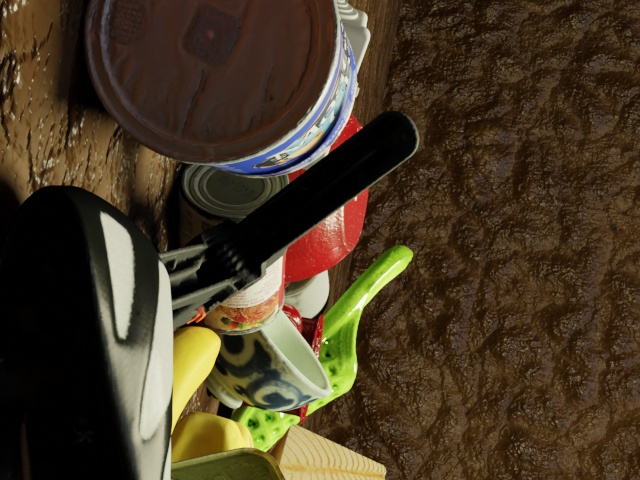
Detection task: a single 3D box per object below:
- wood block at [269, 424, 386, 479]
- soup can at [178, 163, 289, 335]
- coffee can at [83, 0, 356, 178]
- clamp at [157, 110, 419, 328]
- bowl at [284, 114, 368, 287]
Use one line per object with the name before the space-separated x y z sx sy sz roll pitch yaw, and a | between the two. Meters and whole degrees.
wood block | -0.037 0.260 0.886 0.206 0.090 0.090 -58 -170 35
soup can | -0.054 0.001 0.671 0.068 0.068 0.102 -75 173 -46
coffee can | -0.038 -0.082 0.487 0.140 0.103 0.103 -11 111 -85
clamp | -0.040 0.004 0.554 0.164 0.036 0.210 -32 176 -19
bowl | 0.000 -0.040 0.786 0.162 0.055 0.162 6 90 -77
